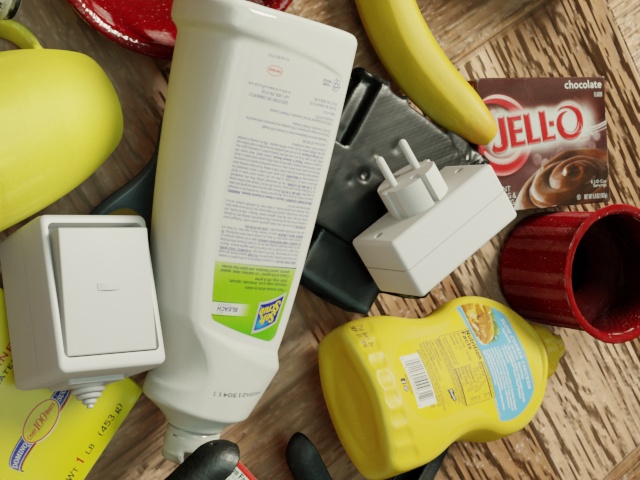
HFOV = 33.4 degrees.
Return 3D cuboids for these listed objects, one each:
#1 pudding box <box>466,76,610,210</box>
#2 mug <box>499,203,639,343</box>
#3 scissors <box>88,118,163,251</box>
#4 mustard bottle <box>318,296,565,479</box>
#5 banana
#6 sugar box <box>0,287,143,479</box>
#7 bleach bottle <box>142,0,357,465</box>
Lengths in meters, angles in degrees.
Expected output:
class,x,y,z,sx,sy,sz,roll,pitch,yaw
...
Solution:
class,x,y,z,sx,sy,sz,roll,pitch,yaw
pudding box,0.146,-0.067,0.742,0.113,0.039,0.090,-5,94,-28
mug,0.189,0.023,0.745,0.117,0.082,0.093,12,86,-28
scissors,-0.099,-0.050,0.600,0.096,0.016,0.202,-12,113,-18
mustard bottle,0.093,0.086,0.699,0.191,0.058,0.096,-9,71,-37
banana,0.057,-0.150,0.681,0.037,0.070,0.198,-38,115,-63
sugar box,-0.192,0.067,0.566,0.176,0.048,0.093,40,72,-25
bleach bottle,-0.054,0.001,0.582,0.102,0.068,0.251,8,98,-40
